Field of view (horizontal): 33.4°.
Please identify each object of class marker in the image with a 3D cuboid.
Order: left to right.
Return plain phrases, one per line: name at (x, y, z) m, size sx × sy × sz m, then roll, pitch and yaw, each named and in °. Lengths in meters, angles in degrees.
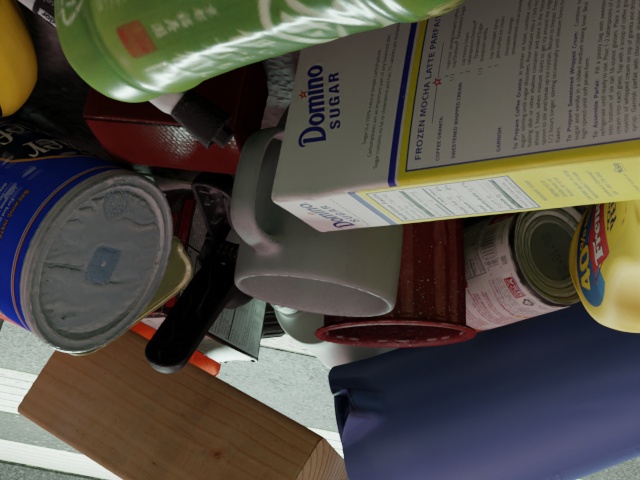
marker at (-0.089, -0.083, 0.484) m, size 0.121 × 0.020 × 0.020 m, roll 38°, pitch 157°, yaw -2°

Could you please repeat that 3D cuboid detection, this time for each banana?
banana at (-0.174, -0.103, 0.515) m, size 0.069 × 0.037 × 0.198 m, roll 12°, pitch 160°, yaw -5°

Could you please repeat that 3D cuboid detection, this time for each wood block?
wood block at (-0.094, 0.138, 0.741) m, size 0.206 × 0.090 × 0.090 m, roll 24°, pitch 163°, yaw 26°

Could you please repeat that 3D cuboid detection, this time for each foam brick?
foam brick at (-0.070, -0.069, 0.535) m, size 0.078 × 0.053 × 0.051 m, roll 7°, pitch 160°, yaw 11°

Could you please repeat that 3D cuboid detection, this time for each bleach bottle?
bleach bottle at (0.041, 0.086, 0.839) m, size 0.068 × 0.103 × 0.250 m, roll -39°, pitch 140°, yaw 13°

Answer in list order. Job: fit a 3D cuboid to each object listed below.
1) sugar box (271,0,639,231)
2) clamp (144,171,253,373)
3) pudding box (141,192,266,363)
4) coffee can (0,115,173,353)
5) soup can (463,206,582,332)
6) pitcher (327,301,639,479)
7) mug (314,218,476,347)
sugar box at (0.066, -0.058, 0.442) m, size 0.177 × 0.093 × 0.048 m, roll -6°, pitch 155°, yaw 39°
clamp at (-0.054, 0.001, 0.659) m, size 0.039 × 0.120 × 0.171 m, roll 24°, pitch -159°, yaw 7°
pudding box at (-0.078, 0.029, 0.749) m, size 0.039 × 0.090 × 0.113 m, roll -3°, pitch 157°, yaw 30°
coffee can at (-0.168, -0.012, 0.597) m, size 0.140 × 0.103 × 0.102 m, roll 25°, pitch 169°, yaw 30°
soup can at (0.113, 0.018, 0.660) m, size 0.068 × 0.068 × 0.102 m, roll 19°, pitch 157°, yaw -24°
pitcher at (0.139, 0.116, 0.733) m, size 0.243 × 0.145 × 0.149 m, roll -21°, pitch -175°, yaw 12°
mug at (0.032, 0.015, 0.619) m, size 0.117 × 0.081 × 0.093 m, roll 6°, pitch 165°, yaw -20°
